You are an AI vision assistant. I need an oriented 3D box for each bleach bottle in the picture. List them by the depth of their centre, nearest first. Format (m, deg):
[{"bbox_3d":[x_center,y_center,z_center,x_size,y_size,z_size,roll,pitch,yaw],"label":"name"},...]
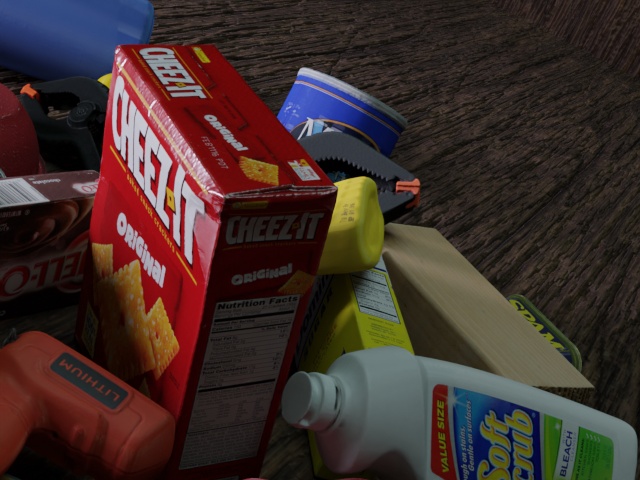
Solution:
[{"bbox_3d":[0.083,0.127,0.637,0.250,0.102,0.068,20,-9,-33],"label":"bleach bottle"}]

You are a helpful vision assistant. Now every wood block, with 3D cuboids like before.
[{"bbox_3d":[0.094,0.079,0.809,0.090,0.090,0.206,6,30,-37],"label":"wood block"}]

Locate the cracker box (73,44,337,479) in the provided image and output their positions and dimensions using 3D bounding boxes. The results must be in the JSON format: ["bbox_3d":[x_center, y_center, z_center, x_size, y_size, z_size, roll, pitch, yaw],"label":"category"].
[{"bbox_3d":[-0.079,0.019,0.613,0.072,0.214,0.164,-6,38,-30],"label":"cracker box"}]

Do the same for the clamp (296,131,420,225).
[{"bbox_3d":[-0.029,-0.052,0.831,0.210,0.036,0.164,-3,69,4],"label":"clamp"}]

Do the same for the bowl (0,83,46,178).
[{"bbox_3d":[-0.290,-0.096,0.846,0.162,0.055,0.162,20,24,-10],"label":"bowl"}]

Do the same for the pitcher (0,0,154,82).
[{"bbox_3d":[-0.289,-0.232,1.035,0.242,0.149,0.145,20,-4,-20],"label":"pitcher"}]

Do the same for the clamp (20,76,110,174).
[{"bbox_3d":[-0.197,-0.090,0.905,0.172,0.039,0.120,14,54,29],"label":"clamp"}]

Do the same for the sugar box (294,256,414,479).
[{"bbox_3d":[0.019,0.076,0.740,0.048,0.093,0.176,16,24,-18],"label":"sugar box"}]

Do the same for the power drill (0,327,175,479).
[{"bbox_3d":[-0.145,0.123,0.490,0.184,0.057,0.187,31,26,11],"label":"power drill"}]

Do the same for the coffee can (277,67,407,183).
[{"bbox_3d":[-0.003,-0.061,0.905,0.103,0.140,0.103,27,1,-1],"label":"coffee can"}]

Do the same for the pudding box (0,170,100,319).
[{"bbox_3d":[-0.190,0.003,0.694,0.039,0.090,0.113,37,27,29],"label":"pudding box"}]
